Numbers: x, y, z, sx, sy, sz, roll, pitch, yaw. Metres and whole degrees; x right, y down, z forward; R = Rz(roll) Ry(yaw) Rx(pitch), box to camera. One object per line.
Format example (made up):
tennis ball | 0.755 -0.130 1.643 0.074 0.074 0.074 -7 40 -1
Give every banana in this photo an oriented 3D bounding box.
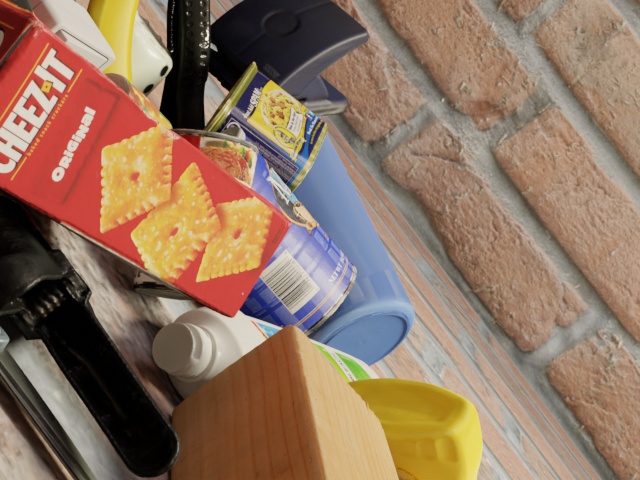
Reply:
banana | -0.150 -0.130 0.824 0.037 0.069 0.198 -134 -148 -75

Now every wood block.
wood block | -0.012 0.141 0.519 0.090 0.090 0.206 50 9 -22

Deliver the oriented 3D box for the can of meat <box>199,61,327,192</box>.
can of meat | -0.046 -0.085 0.864 0.084 0.058 0.102 36 34 -10

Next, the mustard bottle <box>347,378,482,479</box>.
mustard bottle | 0.063 0.182 0.685 0.058 0.096 0.191 -48 134 -49

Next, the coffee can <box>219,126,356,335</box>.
coffee can | -0.055 0.001 0.795 0.140 0.103 0.103 50 9 -17

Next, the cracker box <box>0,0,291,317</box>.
cracker box | -0.134 -0.053 0.527 0.164 0.072 0.213 28 -7 34

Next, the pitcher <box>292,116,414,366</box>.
pitcher | -0.018 -0.006 0.954 0.149 0.145 0.243 -6 52 -32

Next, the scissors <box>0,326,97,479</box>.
scissors | -0.155 0.031 0.445 0.202 0.016 0.096 55 6 19

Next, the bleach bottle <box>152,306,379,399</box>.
bleach bottle | -0.024 0.102 0.700 0.103 0.068 0.250 56 12 30

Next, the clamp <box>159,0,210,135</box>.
clamp | -0.120 -0.151 0.938 0.165 0.036 0.210 -123 -146 -59

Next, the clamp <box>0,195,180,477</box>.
clamp | -0.117 0.034 0.476 0.120 0.039 0.172 64 -10 -26

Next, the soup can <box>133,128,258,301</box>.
soup can | -0.080 -0.014 0.686 0.068 0.069 0.102 29 66 -68
